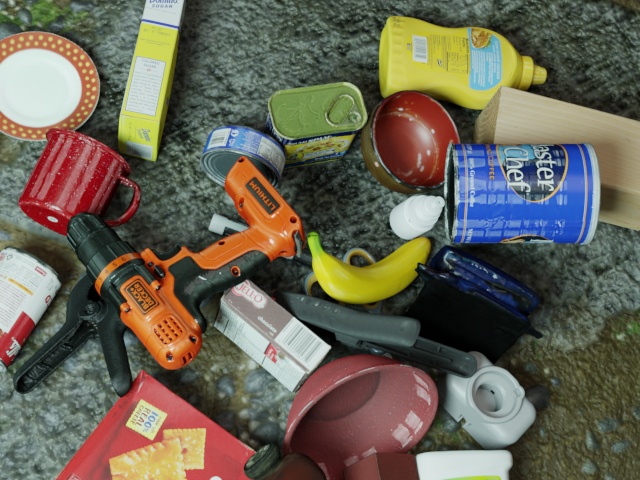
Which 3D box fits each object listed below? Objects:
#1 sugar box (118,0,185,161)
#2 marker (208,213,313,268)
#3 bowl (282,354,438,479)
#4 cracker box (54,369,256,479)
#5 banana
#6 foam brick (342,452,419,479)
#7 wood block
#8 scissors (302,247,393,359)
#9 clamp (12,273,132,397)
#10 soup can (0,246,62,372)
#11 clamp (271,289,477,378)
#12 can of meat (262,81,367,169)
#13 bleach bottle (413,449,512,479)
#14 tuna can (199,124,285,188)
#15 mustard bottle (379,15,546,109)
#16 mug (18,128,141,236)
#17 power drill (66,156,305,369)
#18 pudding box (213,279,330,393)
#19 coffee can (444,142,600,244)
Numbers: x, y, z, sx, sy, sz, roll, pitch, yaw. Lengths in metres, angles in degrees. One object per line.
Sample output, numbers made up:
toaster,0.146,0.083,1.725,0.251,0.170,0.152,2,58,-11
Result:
sugar box,-0.175,-0.183,1.124,0.048,0.093,0.176,13,68,-7
marker,-0.057,0.001,1.116,0.121,0.020,0.020,21,66,-3
bowl,0.029,0.161,1.017,0.162,0.162,0.055,-15,43,-16
cracker box,-0.130,0.249,0.976,0.214,0.072,0.164,36,67,3
banana,0.053,0.030,1.071,0.037,0.197,0.070,19,100,37
foam brick,0.061,0.245,1.003,0.052,0.051,0.078,14,53,-36
wood block,0.277,-0.089,1.179,0.206,0.090,0.091,13,67,-6
scissors,0.039,0.103,1.097,0.096,0.016,0.202,-6,70,-12
clamp,-0.206,0.082,1.018,0.120,0.039,0.171,10,54,20
soup can,-0.301,0.065,1.017,0.068,0.069,0.102,28,66,1
clamp,0.043,0.088,1.035,0.210,0.164,0.036,11,77,38
can of meat,-0.010,-0.120,1.137,0.102,0.084,0.057,-10,71,-15
bleach bottle,0.141,0.328,1.006,0.102,0.068,0.251,0,71,-10
tuna can,-0.080,-0.084,1.109,0.086,0.086,0.033,18,65,-4
mustard bottle,0.165,-0.198,1.216,0.191,0.058,0.096,5,67,-9
mug,-0.236,-0.049,1.061,0.117,0.093,0.081,20,71,5
power drill,-0.123,0.004,0.999,0.187,0.057,0.184,-37,70,-13
pudding box,-0.050,0.093,1.043,0.113,0.090,0.039,41,68,6
coffee can,0.200,-0.047,1.074,0.140,0.103,0.103,0,69,1
